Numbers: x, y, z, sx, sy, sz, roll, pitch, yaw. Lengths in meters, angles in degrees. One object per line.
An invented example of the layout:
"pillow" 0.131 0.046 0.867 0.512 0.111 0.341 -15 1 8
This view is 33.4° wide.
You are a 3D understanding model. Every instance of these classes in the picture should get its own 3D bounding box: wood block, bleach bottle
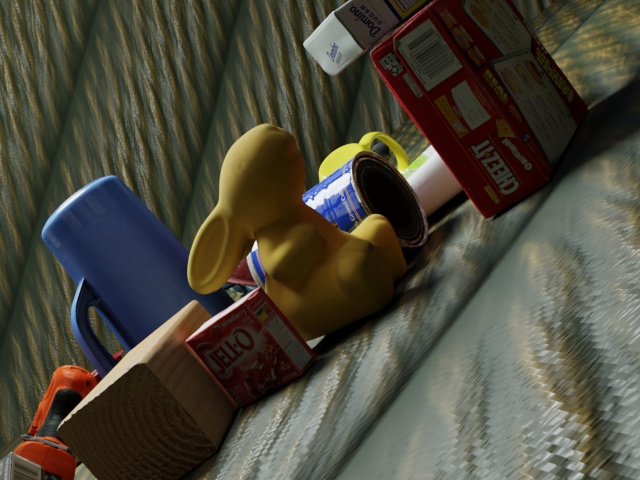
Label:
"wood block" -0.129 0.130 0.889 0.091 0.090 0.206 -39 5 10
"bleach bottle" 0.125 -0.071 1.071 0.251 0.068 0.102 -40 4 4

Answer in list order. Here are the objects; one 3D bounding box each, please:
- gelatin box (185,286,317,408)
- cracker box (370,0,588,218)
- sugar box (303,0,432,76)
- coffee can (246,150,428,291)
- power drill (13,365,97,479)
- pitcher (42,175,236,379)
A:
"gelatin box" -0.057 0.087 0.850 0.089 0.073 0.030 -34 7 44
"cracker box" 0.140 -0.132 0.906 0.072 0.164 0.213 -33 7 29
"sugar box" 0.072 -0.211 0.892 0.176 0.048 0.093 -43 7 -15
"coffee can" 0.014 -0.003 0.994 0.141 0.103 0.102 -35 5 30
"power drill" -0.265 0.223 0.995 0.188 0.057 0.184 -129 59 -77
"pitcher" -0.195 0.056 1.157 0.145 0.243 0.149 -41 -2 9
